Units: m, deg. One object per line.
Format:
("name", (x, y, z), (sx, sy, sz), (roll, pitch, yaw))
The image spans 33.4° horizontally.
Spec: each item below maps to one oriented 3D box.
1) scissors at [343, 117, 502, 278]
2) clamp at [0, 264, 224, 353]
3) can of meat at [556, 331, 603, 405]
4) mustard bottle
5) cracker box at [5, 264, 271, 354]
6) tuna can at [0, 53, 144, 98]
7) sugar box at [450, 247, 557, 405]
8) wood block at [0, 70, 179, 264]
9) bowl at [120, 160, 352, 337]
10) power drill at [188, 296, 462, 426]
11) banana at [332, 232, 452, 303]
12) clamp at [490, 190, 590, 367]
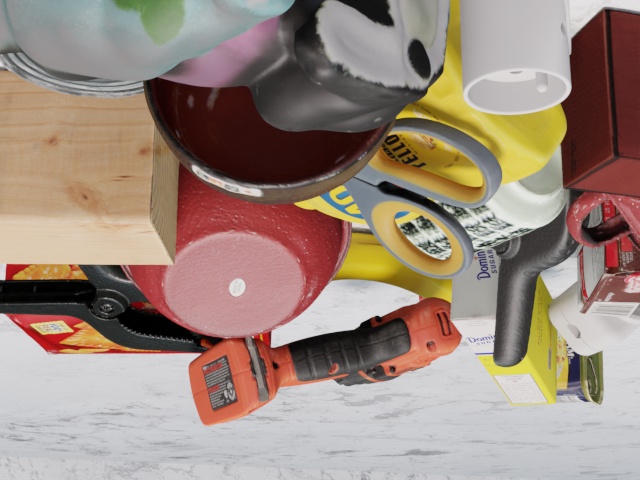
("scissors", (0.004, -0.035, 0.550), (0.202, 0.016, 0.096), (13, 130, 36))
("clamp", (-0.159, 0.031, 0.799), (0.209, 0.036, 0.165), (21, 135, -19))
("can of meat", (0.228, 0.110, 1.045), (0.084, 0.102, 0.057), (-7, 161, 29))
("mustard bottle", (0.032, -0.055, 0.571), (0.096, 0.058, 0.192), (46, 147, -15))
("cracker box", (-0.150, 0.055, 0.935), (0.213, 0.072, 0.164), (1, 162, 0))
("tuna can", (-0.109, -0.101, 0.507), (0.086, 0.034, 0.086), (1, 162, 0))
("sugar box", (0.149, 0.057, 0.840), (0.048, 0.093, 0.176), (-5, 150, 21))
("wood block", (-0.190, -0.040, 0.613), (0.206, 0.090, 0.091), (0, 162, 1))
("bowl", (-0.057, 0.012, 0.698), (0.162, 0.055, 0.162), (-3, 130, -3))
("power drill", (-0.004, 0.096, 0.839), (0.187, 0.057, 0.185), (-11, 167, -29))
("banana", (0.043, 0.026, 0.864), (0.197, 0.037, 0.070), (3, 132, -19))
("clamp", (0.117, -0.009, 0.701), (0.039, 0.120, 0.172), (-25, 147, -44))
